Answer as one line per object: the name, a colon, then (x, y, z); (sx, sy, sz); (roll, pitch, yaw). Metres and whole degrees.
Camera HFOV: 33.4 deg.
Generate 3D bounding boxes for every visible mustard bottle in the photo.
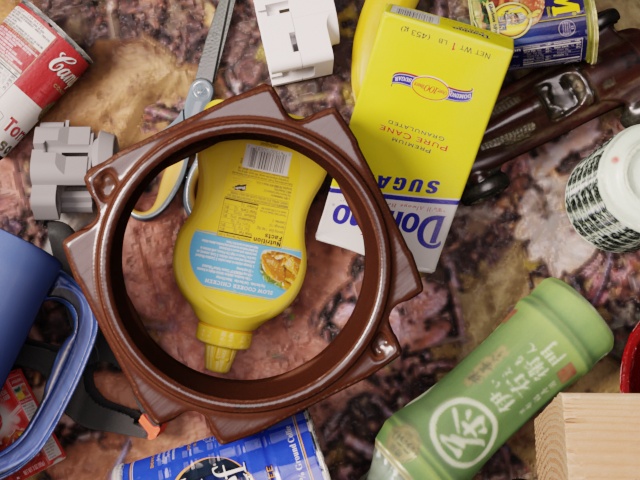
mustard bottle: (-0.055, 0.001, 0.770); (0.096, 0.058, 0.191); (12, 92, -13)

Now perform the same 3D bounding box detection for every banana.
banana: (0.069, -0.178, 0.811); (0.069, 0.037, 0.198); (33, 84, 3)

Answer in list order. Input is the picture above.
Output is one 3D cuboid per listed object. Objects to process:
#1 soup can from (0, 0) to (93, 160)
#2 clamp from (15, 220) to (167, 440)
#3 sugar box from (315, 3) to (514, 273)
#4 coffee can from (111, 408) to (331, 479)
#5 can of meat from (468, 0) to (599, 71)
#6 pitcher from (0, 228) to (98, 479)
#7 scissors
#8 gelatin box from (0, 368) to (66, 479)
soup can: (-0.227, -0.118, 0.785); (0.068, 0.068, 0.102); (41, 85, 4)
clamp: (-0.171, 0.071, 0.775); (0.171, 0.039, 0.120); (35, 101, 2)
sugar box: (0.064, -0.069, 0.752); (0.093, 0.048, 0.176); (17, 113, 3)
coffee can: (-0.060, 0.183, 0.734); (0.140, 0.103, 0.103); (-18, 84, -3)
can of meat: (0.150, -0.172, 0.770); (0.084, 0.057, 0.102); (-7, 66, 8)
pitcher: (-0.261, 0.100, 0.683); (0.149, 0.145, 0.243); (14, 77, 26)
scissors: (-0.077, -0.096, 0.810); (0.096, 0.016, 0.201); (30, 85, 1)
gelatin box: (-0.238, 0.144, 0.761); (0.089, 0.030, 0.073); (-29, 87, 14)
